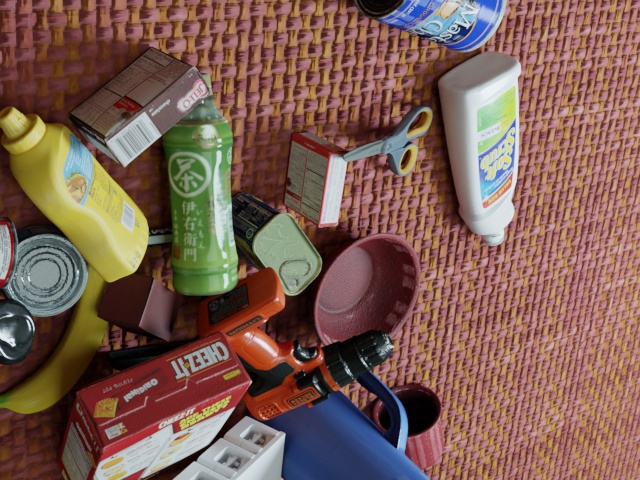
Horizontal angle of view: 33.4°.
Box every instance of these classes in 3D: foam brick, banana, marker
[{"bbox_3d":[-0.185,0.068,1.097,0.078,0.051,0.053,50,54,-67],"label":"foam brick"},{"bbox_3d":[-0.261,0.106,1.094,0.069,0.037,0.198,38,86,-42],"label":"banana"},{"bbox_3d":[-0.165,-0.003,1.128,0.120,0.020,0.020,-6,114,-36],"label":"marker"}]

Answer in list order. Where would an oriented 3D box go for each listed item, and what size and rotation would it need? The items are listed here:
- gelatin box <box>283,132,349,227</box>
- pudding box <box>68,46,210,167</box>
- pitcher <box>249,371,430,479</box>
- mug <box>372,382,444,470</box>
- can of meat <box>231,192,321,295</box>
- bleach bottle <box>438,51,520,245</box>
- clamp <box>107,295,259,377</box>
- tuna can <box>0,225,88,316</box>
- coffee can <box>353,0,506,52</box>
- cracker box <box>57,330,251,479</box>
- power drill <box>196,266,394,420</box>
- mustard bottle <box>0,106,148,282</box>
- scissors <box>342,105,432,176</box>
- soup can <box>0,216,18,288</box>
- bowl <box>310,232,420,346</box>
[{"bbox_3d":[-0.005,-0.068,1.184,0.030,0.073,0.089,-8,115,-35],"label":"gelatin box"},{"bbox_3d":[-0.172,-0.129,1.014,0.113,0.090,0.039,-41,129,-14],"label":"pudding box"},{"bbox_3d":[0.036,0.258,1.260,0.144,0.243,0.149,-17,127,-35],"label":"pitcher"},{"bbox_3d":[0.125,0.246,1.439,0.117,0.093,0.081,-67,152,-45],"label":"mug"},{"bbox_3d":[-0.058,0.001,1.170,0.057,0.084,0.102,-45,131,-12],"label":"can of meat"},{"bbox_3d":[0.211,-0.104,1.345,0.102,0.068,0.251,-31,129,-22],"label":"bleach bottle"},{"bbox_3d":[-0.119,0.107,1.205,0.209,0.036,0.164,34,91,-41],"label":"clamp"},{"bbox_3d":[-0.271,0.030,1.039,0.086,0.034,0.086,-6,106,-24],"label":"tuna can"},{"bbox_3d":[0.119,-0.272,1.162,0.140,0.103,0.103,10,104,-40],"label":"coffee can"},{"bbox_3d":[-0.179,0.188,1.105,0.164,0.072,0.214,-22,160,-28],"label":"cracker box"},{"bbox_3d":[-0.033,0.112,1.168,0.184,0.057,0.187,-28,130,12],"label":"power drill"},{"bbox_3d":[-0.236,-0.052,1.000,0.058,0.096,0.191,-21,132,17],"label":"mustard bottle"},{"bbox_3d":[0.074,-0.095,1.227,0.201,0.016,0.096,-39,145,-45],"label":"scissors"},{"bbox_3d":[-0.336,0.009,0.968,0.102,0.069,0.068,4,108,-39],"label":"soup can"},{"bbox_3d":[0.043,0.057,1.295,0.161,0.055,0.162,-17,121,-31],"label":"bowl"}]
